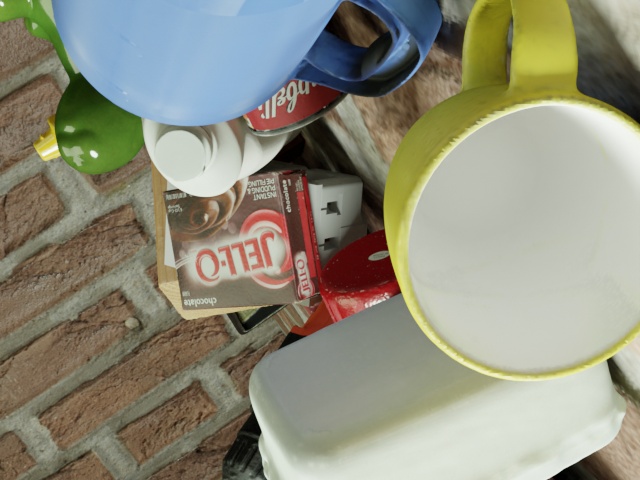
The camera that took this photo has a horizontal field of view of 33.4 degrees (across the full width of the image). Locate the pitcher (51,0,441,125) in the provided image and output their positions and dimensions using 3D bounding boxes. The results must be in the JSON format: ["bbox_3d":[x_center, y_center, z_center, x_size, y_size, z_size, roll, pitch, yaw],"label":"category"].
[{"bbox_3d":[-0.033,-0.120,0.417,0.243,0.149,0.145,178,74,-78],"label":"pitcher"}]

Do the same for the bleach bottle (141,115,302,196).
[{"bbox_3d":[-0.063,-0.076,0.686,0.102,0.068,0.250,59,-168,-14],"label":"bleach bottle"}]

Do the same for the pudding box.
[{"bbox_3d":[-0.055,0.001,0.754,0.114,0.039,0.090,-7,94,40],"label":"pudding box"}]

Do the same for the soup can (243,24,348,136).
[{"bbox_3d":[-0.032,-0.118,0.590,0.102,0.068,0.069,61,172,-28],"label":"soup can"}]

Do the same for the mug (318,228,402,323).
[{"bbox_3d":[0.050,0.048,0.660,0.117,0.093,0.081,-97,-17,-66],"label":"mug"}]
